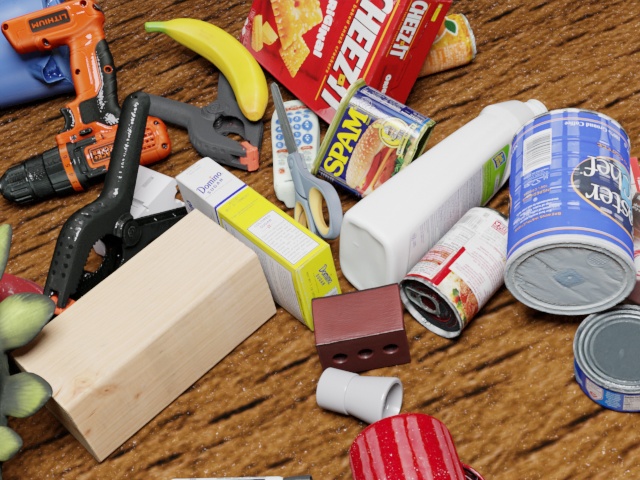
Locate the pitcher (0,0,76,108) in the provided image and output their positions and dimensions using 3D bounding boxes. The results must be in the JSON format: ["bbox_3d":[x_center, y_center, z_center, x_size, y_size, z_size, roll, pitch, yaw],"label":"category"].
[{"bbox_3d":[-0.401,-0.211,1.224,0.243,0.149,0.145,-15,88,3],"label":"pitcher"}]

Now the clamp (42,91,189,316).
[{"bbox_3d":[-0.186,-0.022,0.970,0.036,0.164,0.209,11,48,34],"label":"clamp"}]

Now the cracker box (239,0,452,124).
[{"bbox_3d":[0.016,-0.226,1.109,0.071,0.164,0.214,0,34,-42],"label":"cracker box"}]

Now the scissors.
[{"bbox_3d":[-0.014,-0.071,0.999,0.016,0.096,0.202,-4,77,-25],"label":"scissors"}]

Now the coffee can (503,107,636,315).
[{"bbox_3d":[0.206,-0.024,0.885,0.103,0.103,0.140,0,53,13],"label":"coffee can"}]

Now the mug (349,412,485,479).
[{"bbox_3d":[0.078,0.185,0.799,0.117,0.093,0.081,9,39,-21],"label":"mug"}]

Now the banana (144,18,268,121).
[{"bbox_3d":[-0.108,-0.192,1.156,0.069,0.037,0.198,-34,56,-24],"label":"banana"}]

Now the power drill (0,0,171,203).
[{"bbox_3d":[-0.268,-0.145,1.114,0.184,0.057,0.187,-19,92,-5],"label":"power drill"}]

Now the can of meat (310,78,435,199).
[{"bbox_3d":[0.050,-0.089,1.017,0.084,0.102,0.057,30,25,9],"label":"can of meat"}]

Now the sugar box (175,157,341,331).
[{"bbox_3d":[-0.056,0.001,0.978,0.048,0.093,0.176,-36,52,-19],"label":"sugar box"}]

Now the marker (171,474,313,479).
[{"bbox_3d":[-0.061,0.199,0.856,0.121,0.020,0.020,-4,49,9],"label":"marker"}]

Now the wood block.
[{"bbox_3d":[-0.149,0.080,0.932,0.205,0.090,0.091,-40,53,-21],"label":"wood block"}]

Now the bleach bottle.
[{"bbox_3d":[0.125,-0.051,0.991,0.068,0.102,0.250,36,59,27],"label":"bleach bottle"}]

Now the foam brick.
[{"bbox_3d":[0.035,0.078,0.917,0.078,0.053,0.051,-11,48,4],"label":"foam brick"}]

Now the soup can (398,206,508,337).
[{"bbox_3d":[0.125,0.026,0.931,0.069,0.068,0.102,29,61,32],"label":"soup can"}]

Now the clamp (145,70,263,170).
[{"bbox_3d":[-0.123,-0.129,1.141,0.120,0.039,0.172,-23,45,-10],"label":"clamp"}]
